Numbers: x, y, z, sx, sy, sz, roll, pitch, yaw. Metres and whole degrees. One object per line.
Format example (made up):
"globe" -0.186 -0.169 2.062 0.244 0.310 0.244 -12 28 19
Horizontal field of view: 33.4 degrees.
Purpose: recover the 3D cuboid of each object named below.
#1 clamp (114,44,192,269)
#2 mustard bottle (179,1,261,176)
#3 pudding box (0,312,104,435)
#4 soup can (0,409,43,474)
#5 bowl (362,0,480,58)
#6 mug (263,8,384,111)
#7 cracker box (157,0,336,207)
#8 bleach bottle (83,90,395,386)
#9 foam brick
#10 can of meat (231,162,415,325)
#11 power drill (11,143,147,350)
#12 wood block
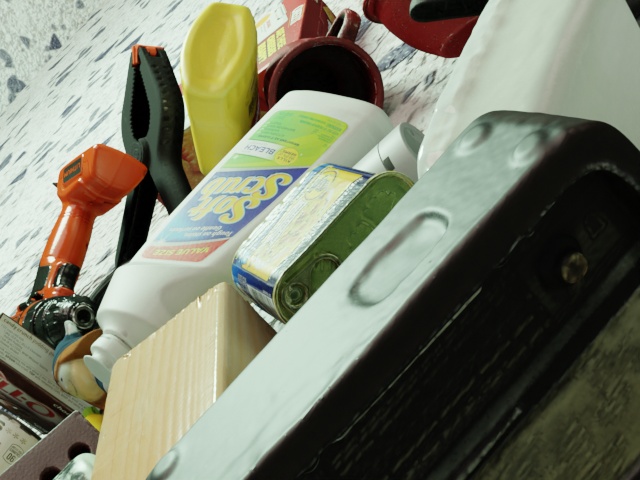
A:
"clamp" -0.143 -0.072 0.948 0.165 0.036 0.210 -2 89 55
"mustard bottle" -0.079 -0.106 0.908 0.192 0.058 0.096 90 -172 -62
"pudding box" -0.230 0.105 0.826 0.090 0.113 0.039 -16 42 50
"soup can" -0.251 0.183 0.788 0.069 0.068 0.102 -7 42 56
"bowl" 0.113 -0.175 0.754 0.162 0.055 0.162 -24 -9 -5
"mug" 0.002 -0.133 0.871 0.081 0.093 0.117 -126 55 -72
"cracker box" -0.077 -0.140 1.052 0.214 0.072 0.164 -34 25 22
"bleach bottle" -0.055 0.001 0.703 0.103 0.068 0.250 17 52 35
"foam brick" -0.159 0.156 0.659 0.053 0.051 0.078 38 67 24
"can of meat" 0.004 0.005 0.598 0.102 0.057 0.084 -47 24 -10
"power drill" -0.208 0.015 0.897 0.185 0.057 0.187 -19 48 54
"wood block" -0.054 0.122 0.532 0.091 0.090 0.206 -37 23 14
